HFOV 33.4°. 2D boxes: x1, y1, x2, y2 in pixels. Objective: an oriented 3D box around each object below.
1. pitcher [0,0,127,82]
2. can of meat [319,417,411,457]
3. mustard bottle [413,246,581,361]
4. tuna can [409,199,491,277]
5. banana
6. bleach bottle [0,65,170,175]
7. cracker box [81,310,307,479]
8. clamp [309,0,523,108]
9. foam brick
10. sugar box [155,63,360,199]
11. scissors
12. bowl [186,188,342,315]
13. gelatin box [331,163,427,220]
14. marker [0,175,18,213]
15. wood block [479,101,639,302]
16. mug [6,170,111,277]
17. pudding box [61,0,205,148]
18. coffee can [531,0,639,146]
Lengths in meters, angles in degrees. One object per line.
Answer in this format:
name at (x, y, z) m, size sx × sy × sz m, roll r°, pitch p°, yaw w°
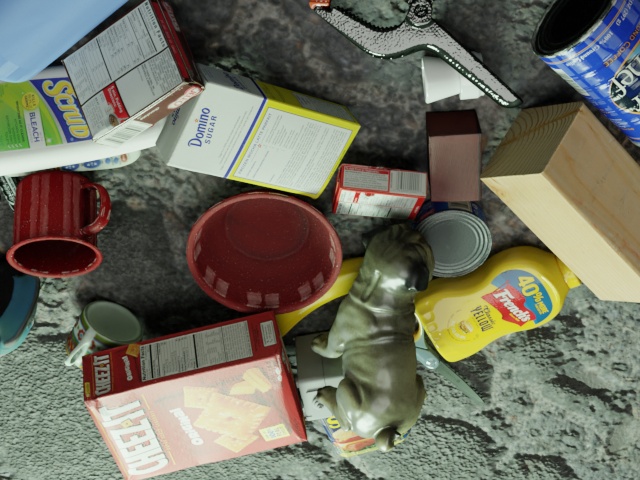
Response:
pitcher at (-0.219, -0.253, 0.910) m, size 0.243 × 0.149 × 0.144 m, roll -34°, pitch 133°, yaw 25°
can of meat at (0.049, 0.203, 1.259) m, size 0.102 × 0.057 × 0.084 m, roll -17°, pitch 126°, yaw 13°
mustard bottle at (0.204, 0.058, 1.155) m, size 0.192 × 0.058 × 0.096 m, roll -25°, pitch 116°, yaw 16°
tuna can at (0.136, -0.005, 1.126) m, size 0.086 × 0.033 × 0.086 m, roll 0°, pitch 125°, yaw 0°
banana at (0.004, 0.062, 1.172) m, size 0.198 × 0.037 × 0.069 m, roll -23°, pitch 121°, yaw 16°
bleach bottle at (-0.211, -0.130, 1.017) m, size 0.251 × 0.068 × 0.102 m, roll -11°, pitch 87°, yaw -2°
cracker box at (-0.133, 0.175, 1.167) m, size 0.213 × 0.072 × 0.164 m, roll -14°, pitch 135°, yaw -1°
clamp at (0.096, -0.200, 0.968) m, size 0.210 × 0.036 × 0.164 m, roll -1°, pitch 103°, yaw 6°
foam brick at (0.132, -0.084, 1.060) m, size 0.051 × 0.053 × 0.078 m, roll -4°, pitch 124°, yaw 3°
sugar box at (-0.058, -0.101, 1.012) m, size 0.175 × 0.048 × 0.093 m, roll 13°, pitch 119°, yaw -34°
scissors at (0.107, 0.140, 1.238) m, size 0.096 × 0.016 × 0.201 m, roll -23°, pitch 121°, yaw 18°
bowl at (-0.057, 0.001, 1.117) m, size 0.162 × 0.055 × 0.162 m, roll 1°, pitch 127°, yaw 1°
gelatin box at (0.058, -0.049, 1.078) m, size 0.089 × 0.030 × 0.073 m, roll 6°, pitch 162°, yaw -3°
marker at (-0.319, -0.049, 1.108) m, size 0.020 × 0.020 × 0.121 m, roll -12°, pitch 124°, yaw 9°
wood block at (0.268, -0.034, 1.052) m, size 0.206 × 0.091 × 0.090 m, roll 41°, pitch 71°, yaw -24°
mug at (-0.257, -0.022, 1.070) m, size 0.117 × 0.081 × 0.093 m, roll -21°, pitch 150°, yaw 29°
pudding box at (-0.166, -0.148, 0.945) m, size 0.114 × 0.039 × 0.090 m, roll -28°, pitch 76°, yaw 22°
coffee can at (0.277, -0.166, 0.970) m, size 0.140 × 0.103 × 0.103 m, roll 36°, pitch 118°, yaw -22°
